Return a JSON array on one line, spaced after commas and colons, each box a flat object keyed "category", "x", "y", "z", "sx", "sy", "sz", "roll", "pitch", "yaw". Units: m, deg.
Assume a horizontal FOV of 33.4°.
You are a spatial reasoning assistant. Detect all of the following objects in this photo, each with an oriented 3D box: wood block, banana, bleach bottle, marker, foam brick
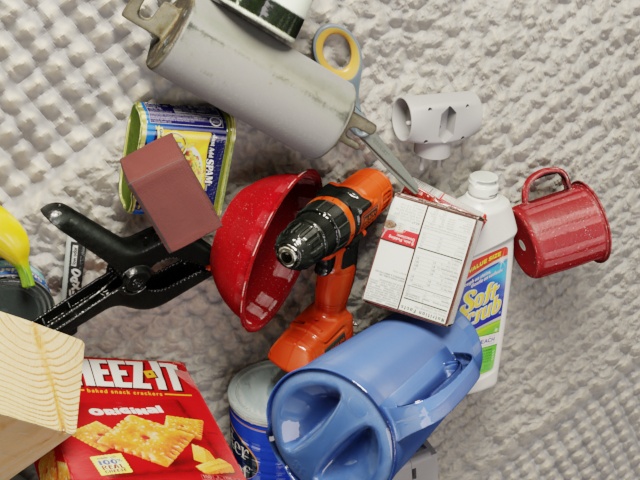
[{"category": "wood block", "x": -0.297, "y": 0.153, "z": 0.920, "sx": 0.090, "sy": 0.091, "sz": 0.206, "roll": 25, "pitch": 136, "yaw": -33}, {"category": "banana", "x": -0.325, "y": -0.014, "z": 0.883, "sx": 0.197, "sy": 0.037, "sz": 0.069, "roll": 15, "pitch": 76, "yaw": -25}, {"category": "bleach bottle", "x": 0.154, "y": 0.046, "z": 1.141, "sx": 0.102, "sy": 0.068, "sz": 0.251, "roll": -8, "pitch": 120, "yaw": -20}, {"category": "marker", "x": -0.228, "y": 0.037, "z": 0.982, "sx": 0.020, "sy": 0.020, "sz": 0.121, "roll": -1, "pitch": 119, "yaw": -25}, {"category": "foam brick", "x": -0.125, "y": -0.040, "z": 0.893, "sx": 0.051, "sy": 0.053, "sz": 0.078, "roll": -28, "pitch": 125, "yaw": -2}]

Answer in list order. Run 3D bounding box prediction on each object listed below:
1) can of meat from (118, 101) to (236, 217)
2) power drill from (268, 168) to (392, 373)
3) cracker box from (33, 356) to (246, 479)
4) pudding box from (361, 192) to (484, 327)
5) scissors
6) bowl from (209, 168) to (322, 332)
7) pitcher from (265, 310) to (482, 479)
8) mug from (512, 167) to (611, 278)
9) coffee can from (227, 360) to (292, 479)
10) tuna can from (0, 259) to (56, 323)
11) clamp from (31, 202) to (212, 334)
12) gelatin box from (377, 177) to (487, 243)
[{"category": "can of meat", "x": -0.128, "y": -0.070, "z": 0.941, "sx": 0.083, "sy": 0.057, "sz": 0.102, "roll": 1, "pitch": 118, "yaw": -23}, {"category": "power drill", "x": 0.001, "y": 0.037, "z": 1.017, "sx": 0.184, "sy": 0.057, "sz": 0.188, "roll": -37, "pitch": 147, "yaw": -52}, {"category": "cracker box", "x": -0.175, "y": 0.188, "z": 0.977, "sx": 0.163, "sy": 0.214, "sz": 0.072, "roll": 8, "pitch": 113, "yaw": -29}, {"category": "pudding box", "x": 0.099, "y": 0.018, "z": 1.036, "sx": 0.039, "sy": 0.090, "sz": 0.113, "roll": -2, "pitch": 108, "yaw": -74}, {"category": "scissors", "x": 0.042, "y": -0.127, "z": 0.997, "sx": 0.201, "sy": 0.016, "sz": 0.096, "roll": 29, "pitch": 100, "yaw": -28}, {"category": "bowl", "x": -0.056, "y": 0.001, "z": 0.988, "sx": 0.162, "sy": 0.055, "sz": 0.162, "roll": -58, "pitch": 162, "yaw": -33}, {"category": "pitcher", "x": 0.073, "y": 0.141, "z": 1.027, "sx": 0.242, "sy": 0.149, "sz": 0.145, "roll": -28, "pitch": 142, "yaw": -54}, {"category": "mug", "x": 0.247, "y": -0.019, "z": 1.133, "sx": 0.081, "sy": 0.093, "sz": 0.117, "roll": -17, "pitch": 104, "yaw": -9}, {"category": "coffee can", "x": -0.044, "y": 0.211, "z": 1.122, "sx": 0.102, "sy": 0.103, "sz": 0.140, "roll": -11, "pitch": 123, "yaw": -19}, {"category": "tuna can", "x": -0.284, "y": 0.060, "z": 0.961, "sx": 0.086, "sy": 0.034, "sz": 0.086, "roll": -12, "pitch": 123, "yaw": -18}, {"category": "clamp", "x": -0.174, "y": 0.020, "z": 0.950, "sx": 0.209, "sy": 0.036, "sz": 0.165, "roll": -14, "pitch": 139, "yaw": -36}, {"category": "gelatin box", "x": 0.113, "y": -0.011, "z": 1.075, "sx": 0.089, "sy": 0.030, "sz": 0.073, "roll": 28, "pitch": 111, "yaw": 9}]
